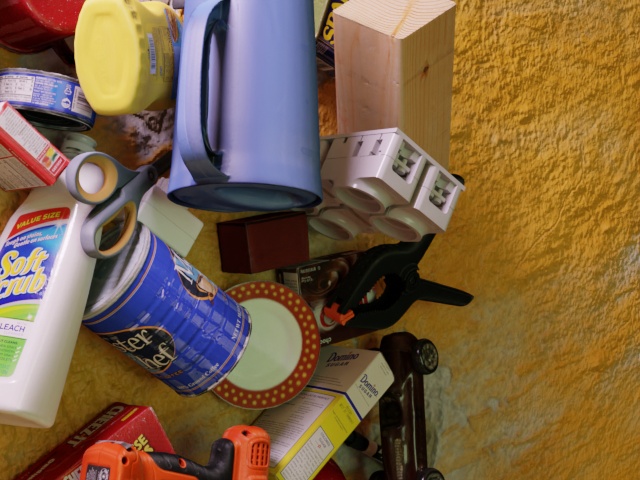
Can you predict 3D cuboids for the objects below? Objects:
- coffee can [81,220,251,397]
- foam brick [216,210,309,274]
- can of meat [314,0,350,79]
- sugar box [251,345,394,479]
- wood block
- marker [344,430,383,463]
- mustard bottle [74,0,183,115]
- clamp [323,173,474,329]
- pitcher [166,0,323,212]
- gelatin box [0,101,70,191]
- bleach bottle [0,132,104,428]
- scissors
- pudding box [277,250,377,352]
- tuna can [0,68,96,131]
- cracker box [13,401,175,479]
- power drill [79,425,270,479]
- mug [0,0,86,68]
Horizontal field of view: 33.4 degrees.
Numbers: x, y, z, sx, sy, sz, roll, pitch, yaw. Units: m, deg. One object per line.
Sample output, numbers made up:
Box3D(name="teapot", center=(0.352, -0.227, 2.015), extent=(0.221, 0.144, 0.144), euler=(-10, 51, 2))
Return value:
Box3D(name="coffee can", center=(-0.146, 0.063, 0.964), extent=(0.140, 0.103, 0.102), euler=(43, 64, -32))
Box3D(name="foam brick", center=(-0.057, 0.001, 1.071), extent=(0.078, 0.053, 0.051), euler=(-12, 98, -38))
Box3D(name="can of meat", center=(0.015, -0.228, 1.128), extent=(0.083, 0.058, 0.102), euler=(27, 74, -40))
Box3D(name="sugar box", center=(-0.011, 0.181, 1.084), extent=(0.176, 0.094, 0.048), euler=(-43, 117, -31))
Box3D(name="wood block", center=(0.077, -0.149, 1.102), extent=(0.090, 0.090, 0.206), euler=(-38, 142, -33))
Box3D(name="marker", center=(0.070, 0.241, 1.200), extent=(0.121, 0.020, 0.020), euler=(34, 69, -35))
Box3D(name="mustard bottle", center=(-0.152, -0.162, 0.938), extent=(0.191, 0.058, 0.096), euler=(-39, 125, -75))
Box3D(name="clamp", center=(0.093, 0.044, 1.152), extent=(0.209, 0.036, 0.164), euler=(-35, 126, -28))
Box3D(name="pitcher", center=(-0.066, -0.149, 0.915), extent=(0.144, 0.149, 0.243), euler=(4, 81, -22))
Box3D(name="gelatin box", center=(-0.258, -0.076, 0.878), extent=(0.073, 0.089, 0.030), euler=(47, 61, -30))
Box3D(name="bleach bottle", center=(-0.241, 0.027, 0.900), extent=(0.068, 0.103, 0.251), euler=(48, 49, -58))
Box3D(name="scissors", center=(-0.163, -0.067, 0.927), extent=(0.096, 0.016, 0.201), euler=(64, 33, -33))
Box3D(name="pudding box", center=(0.010, 0.062, 1.136), extent=(0.113, 0.039, 0.090), euler=(-12, 99, -39))
Box3D(name="tuna can", center=(-0.232, -0.118, 0.902), extent=(0.085, 0.086, 0.034), euler=(13, 83, -39))
Box3D(name="cracker box", center=(-0.182, 0.279, 0.956), extent=(0.164, 0.072, 0.213), euler=(-37, 112, -36))
Box3D(name="power drill", center=(-0.122, 0.248, 0.924), extent=(0.187, 0.057, 0.184), euler=(16, 73, -45))
Box3D(name="mug", center=(-0.230, -0.199, 0.905), extent=(0.093, 0.082, 0.117), euler=(-42, 115, -32))
